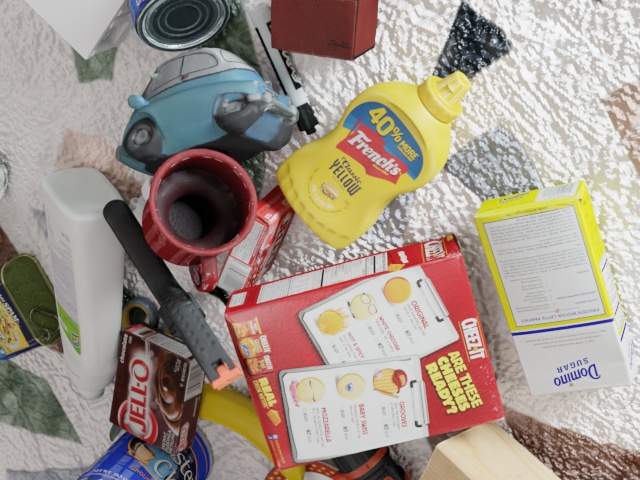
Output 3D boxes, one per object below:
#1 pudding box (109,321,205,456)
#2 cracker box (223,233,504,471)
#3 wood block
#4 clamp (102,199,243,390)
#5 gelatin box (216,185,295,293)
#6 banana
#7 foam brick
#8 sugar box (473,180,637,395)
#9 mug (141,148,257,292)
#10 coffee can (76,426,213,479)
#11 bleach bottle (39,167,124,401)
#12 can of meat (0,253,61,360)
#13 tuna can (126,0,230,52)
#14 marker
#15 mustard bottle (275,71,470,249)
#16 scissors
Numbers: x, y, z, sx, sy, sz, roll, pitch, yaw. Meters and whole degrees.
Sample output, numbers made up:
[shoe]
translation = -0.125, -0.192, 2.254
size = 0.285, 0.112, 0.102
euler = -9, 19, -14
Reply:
[pudding box]
translation = -0.167, 0.152, 1.097
size = 0.090, 0.039, 0.113
euler = 21, 109, 25
[cracker box]
translation = 0.040, 0.101, 0.958
size = 0.214, 0.072, 0.164
euler = -15, 108, 7
[wood block]
translation = 0.187, 0.268, 0.948
size = 0.206, 0.090, 0.091
euler = 40, 125, 31
[clamp]
translation = -0.133, 0.058, 0.980
size = 0.210, 0.036, 0.164
euler = 44, 164, 51
[gelatin box]
translation = -0.056, 0.001, 0.994
size = 0.030, 0.073, 0.089
euler = 30, 120, 8
[banana]
translation = -0.087, 0.193, 1.103
size = 0.198, 0.037, 0.070
euler = 32, 100, 20
[foam brick]
translation = 0.003, -0.186, 0.896
size = 0.078, 0.051, 0.053
euler = 14, 118, 19
[sugar box]
translation = 0.202, 0.043, 0.910
size = 0.093, 0.048, 0.176
euler = -11, 111, 28
[mug]
translation = -0.107, -0.012, 0.928
size = 0.082, 0.093, 0.117
euler = 144, 115, -67
[coffee can]
translation = -0.191, 0.257, 1.129
size = 0.103, 0.140, 0.103
euler = 10, 116, 20
[bleach bottle]
translation = -0.243, 0.057, 1.105
size = 0.103, 0.068, 0.251
euler = 44, 138, 43
[can of meat]
translation = -0.336, 0.076, 1.166
size = 0.084, 0.057, 0.102
euler = -21, 102, 32
[tuna can]
translation = -0.122, -0.203, 0.924
size = 0.086, 0.085, 0.034
euler = -39, 58, 33
[marker]
translation = -0.032, -0.150, 0.947
size = 0.020, 0.020, 0.121
euler = -17, 104, 30
[mustard bottle]
translation = 0.054, -0.080, 0.916
size = 0.192, 0.058, 0.096
euler = -39, 88, 32
[scissors]
translation = -0.207, 0.135, 1.157
size = 0.096, 0.016, 0.202
euler = 47, 122, 1
